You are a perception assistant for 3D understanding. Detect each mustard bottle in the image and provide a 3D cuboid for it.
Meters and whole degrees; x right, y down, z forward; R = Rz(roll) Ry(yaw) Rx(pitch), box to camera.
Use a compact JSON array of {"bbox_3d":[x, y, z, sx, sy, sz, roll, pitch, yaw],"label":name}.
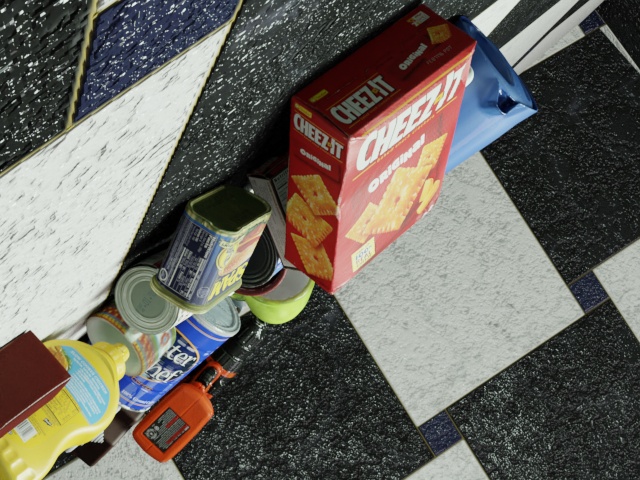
[{"bbox_3d":[-0.234,0.140,0.939,0.058,0.096,0.191,-43,177,38],"label":"mustard bottle"}]

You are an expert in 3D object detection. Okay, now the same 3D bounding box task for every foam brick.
[{"bbox_3d":[-0.249,0.118,0.844,0.078,0.053,0.051,-37,176,-39],"label":"foam brick"}]

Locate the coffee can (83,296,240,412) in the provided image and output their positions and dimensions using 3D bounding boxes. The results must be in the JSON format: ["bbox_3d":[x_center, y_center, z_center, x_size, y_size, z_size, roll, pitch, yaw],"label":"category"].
[{"bbox_3d":[-0.171,0.101,1.143,0.140,0.103,0.102,-41,177,16],"label":"coffee can"}]

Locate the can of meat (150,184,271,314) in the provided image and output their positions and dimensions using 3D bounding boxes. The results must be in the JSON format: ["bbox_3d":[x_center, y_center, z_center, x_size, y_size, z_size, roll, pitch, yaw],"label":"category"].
[{"bbox_3d":[-0.093,0.004,0.928,0.084,0.057,0.102,-64,168,25],"label":"can of meat"}]

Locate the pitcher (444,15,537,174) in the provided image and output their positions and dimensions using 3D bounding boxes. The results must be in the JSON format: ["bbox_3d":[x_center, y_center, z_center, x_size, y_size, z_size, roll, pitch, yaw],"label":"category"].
[{"bbox_3d":[0.110,-0.132,1.207,0.243,0.145,0.149,-38,166,21],"label":"pitcher"}]

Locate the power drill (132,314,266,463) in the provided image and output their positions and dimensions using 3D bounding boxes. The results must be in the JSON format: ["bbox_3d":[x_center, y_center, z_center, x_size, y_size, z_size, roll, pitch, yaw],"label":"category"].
[{"bbox_3d":[-0.146,0.180,1.304,0.185,0.057,0.187,-47,-178,17],"label":"power drill"}]

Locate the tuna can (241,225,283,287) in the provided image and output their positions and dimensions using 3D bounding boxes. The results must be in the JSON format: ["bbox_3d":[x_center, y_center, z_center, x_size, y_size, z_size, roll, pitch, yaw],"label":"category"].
[{"bbox_3d":[-0.073,0.002,1.073,0.086,0.086,0.033,-43,178,39],"label":"tuna can"}]

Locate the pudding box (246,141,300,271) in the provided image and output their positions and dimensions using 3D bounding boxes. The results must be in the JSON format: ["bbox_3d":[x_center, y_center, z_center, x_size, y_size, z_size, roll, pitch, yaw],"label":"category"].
[{"bbox_3d":[-0.013,-0.039,1.030,0.089,0.113,0.039,-39,-147,-30],"label":"pudding box"}]

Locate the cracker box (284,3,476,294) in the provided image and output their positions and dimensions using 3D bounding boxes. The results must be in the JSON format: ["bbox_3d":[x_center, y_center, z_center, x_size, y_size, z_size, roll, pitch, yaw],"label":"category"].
[{"bbox_3d":[0.049,-0.074,0.937,0.164,0.072,0.214,-40,156,-29],"label":"cracker box"}]

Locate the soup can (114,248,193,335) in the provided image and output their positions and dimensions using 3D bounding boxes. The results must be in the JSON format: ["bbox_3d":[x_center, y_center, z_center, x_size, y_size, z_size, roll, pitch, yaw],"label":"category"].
[{"bbox_3d":[-0.138,0.042,0.999,0.069,0.068,0.102,-42,176,25],"label":"soup can"}]
